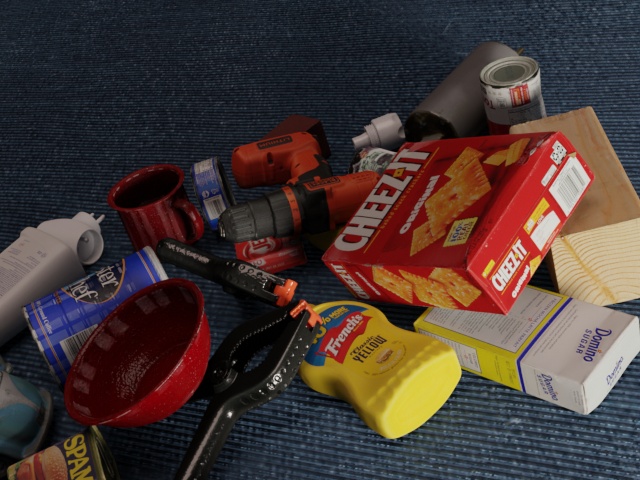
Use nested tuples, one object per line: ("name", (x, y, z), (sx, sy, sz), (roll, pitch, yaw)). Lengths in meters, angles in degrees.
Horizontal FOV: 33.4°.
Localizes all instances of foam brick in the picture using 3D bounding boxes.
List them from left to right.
("foam brick", (-0.035, -0.112, 1.313), (0.051, 0.053, 0.078), (17, 47, 41))

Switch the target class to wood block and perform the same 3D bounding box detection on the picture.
("wood block", (0.251, -0.035, 1.036), (0.090, 0.091, 0.206), (-14, 34, 8))

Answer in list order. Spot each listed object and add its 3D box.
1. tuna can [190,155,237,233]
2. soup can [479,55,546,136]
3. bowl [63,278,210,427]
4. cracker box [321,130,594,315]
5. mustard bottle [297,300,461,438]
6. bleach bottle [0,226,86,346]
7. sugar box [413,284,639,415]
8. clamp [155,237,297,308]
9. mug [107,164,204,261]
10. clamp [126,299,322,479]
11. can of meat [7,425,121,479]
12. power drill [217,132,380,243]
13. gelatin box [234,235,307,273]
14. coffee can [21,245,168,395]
("tuna can", (-0.122, -0.052, 1.239), (0.034, 0.086, 0.086), (-19, 34, 2))
("soup can", (0.220, -0.147, 1.199), (0.068, 0.102, 0.068), (-12, 35, 8))
("bowl", (-0.155, 0.113, 0.970), (0.162, 0.055, 0.162), (-28, 34, 21))
("cracker box", (0.120, -0.020, 0.987), (0.214, 0.072, 0.164), (3, 51, 55))
("mustard bottle", (0.030, 0.103, 0.973), (0.096, 0.058, 0.192), (-41, 39, -21))
("bleach bottle", (-0.385, 0.089, 1.184), (0.103, 0.068, 0.250), (18, 50, 42))
("sugar box", (0.180, 0.085, 0.941), (0.176, 0.048, 0.093), (20, 50, 39))
("clamp", (-0.075, 0.041, 1.062), (0.172, 0.120, 0.039), (20, 88, 44))
("mug", (-0.180, -0.028, 1.235), (0.117, 0.081, 0.093), (9, 42, 35))
("clamp", (-0.090, 0.129, 0.971), (0.210, 0.036, 0.165), (-46, 38, -6))
("can of meat", (-0.220, 0.219, 0.927), (0.084, 0.057, 0.102), (-26, 34, -6))
("power drill", (-0.040, -0.058, 1.179), (0.184, 0.057, 0.188), (-12, 27, -15))
("gelatin box", (-0.058, 0.002, 1.182), (0.073, 0.030, 0.089), (-17, 33, 2))
("coffee can", (-0.214, 0.081, 1.077), (0.140, 0.103, 0.103), (-26, 35, -12))
